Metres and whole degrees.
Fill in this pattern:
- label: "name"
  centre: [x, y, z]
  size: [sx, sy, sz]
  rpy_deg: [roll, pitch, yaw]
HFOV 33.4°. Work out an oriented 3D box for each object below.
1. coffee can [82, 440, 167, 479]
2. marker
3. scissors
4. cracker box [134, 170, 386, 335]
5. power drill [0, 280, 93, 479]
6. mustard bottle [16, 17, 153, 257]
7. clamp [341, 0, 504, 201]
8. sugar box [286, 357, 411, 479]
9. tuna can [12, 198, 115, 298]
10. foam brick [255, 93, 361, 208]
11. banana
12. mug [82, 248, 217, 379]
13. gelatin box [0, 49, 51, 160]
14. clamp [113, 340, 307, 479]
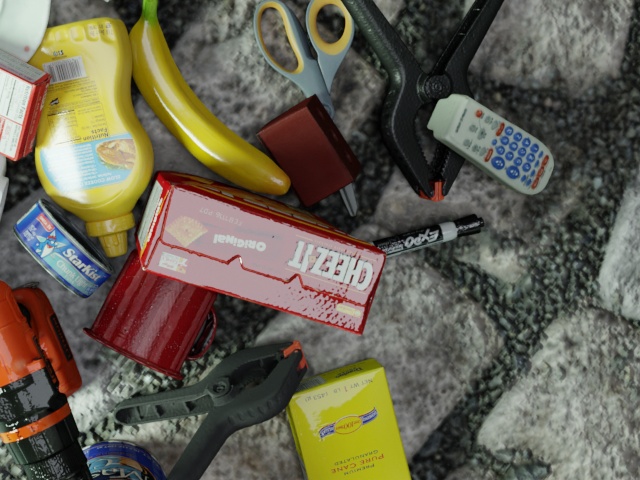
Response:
- label: "coffee can"
  centre: [-0.170, 0.232, 0.872]
  size: [0.102, 0.140, 0.103]
  rpy_deg: [-1, 96, -11]
- label: "marker"
  centre: [0.091, -0.002, 0.963]
  size: [0.121, 0.020, 0.020]
  rpy_deg: [-15, 98, -9]
- label: "scissors"
  centre: [0.015, -0.130, 0.936]
  size: [0.096, 0.016, 0.201]
  rpy_deg: [-33, 100, -2]
- label: "cracker box"
  centre: [-0.055, 0.001, 0.834]
  size: [0.164, 0.214, 0.072]
  rpy_deg: [17, 93, -13]
- label: "power drill"
  centre: [-0.221, 0.111, 0.826]
  size: [0.057, 0.188, 0.184]
  rpy_deg: [-22, 98, -10]
- label: "mustard bottle"
  centre: [-0.188, -0.080, 0.877]
  size: [0.096, 0.058, 0.191]
  rpy_deg: [-11, 98, 6]
- label: "clamp"
  centre: [0.086, -0.140, 0.936]
  size: [0.164, 0.036, 0.210]
  rpy_deg: [1, 98, -20]
- label: "sugar box"
  centre: [0.031, 0.204, 0.958]
  size: [0.093, 0.048, 0.176]
  rpy_deg: [-16, 97, -9]
- label: "tuna can"
  centre: [-0.209, 0.007, 0.870]
  size: [0.034, 0.086, 0.086]
  rpy_deg: [-44, 102, -3]
- label: "foam brick"
  centre: [-0.009, -0.077, 0.909]
  size: [0.051, 0.053, 0.078]
  rpy_deg: [-30, 102, 19]
- label: "banana"
  centre: [-0.104, -0.108, 0.889]
  size: [0.198, 0.070, 0.037]
  rpy_deg: [53, 53, -6]
- label: "mug"
  centre: [-0.130, 0.063, 0.897]
  size: [0.117, 0.093, 0.081]
  rpy_deg: [31, 83, -43]
- label: "gelatin box"
  centre: [-0.262, -0.114, 0.837]
  size: [0.089, 0.030, 0.073]
  rpy_deg: [25, 122, 1]
- label: "clamp"
  centre: [-0.082, 0.145, 0.901]
  size: [0.171, 0.120, 0.039]
  rpy_deg: [-26, 135, -9]
